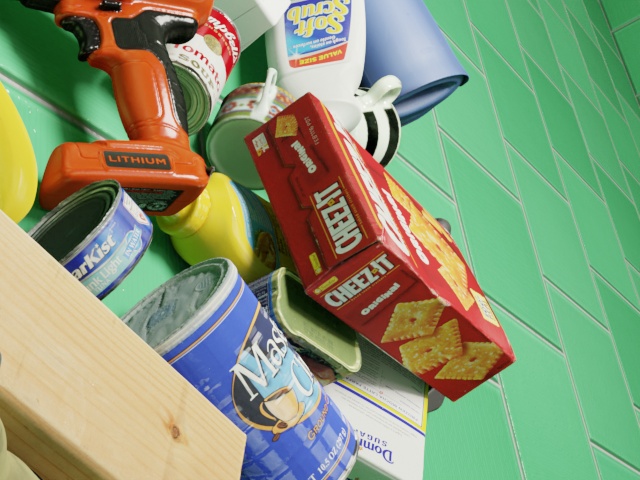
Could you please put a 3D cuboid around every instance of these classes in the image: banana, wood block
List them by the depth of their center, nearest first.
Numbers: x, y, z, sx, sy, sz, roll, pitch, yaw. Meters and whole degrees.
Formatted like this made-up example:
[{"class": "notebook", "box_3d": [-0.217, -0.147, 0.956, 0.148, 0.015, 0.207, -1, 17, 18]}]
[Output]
[{"class": "wood block", "box_3d": [-0.138, 0.084, 0.523, 0.206, 0.090, 0.090, 48, 28, -28]}, {"class": "banana", "box_3d": [-0.212, -0.086, 0.606, 0.198, 0.037, 0.069, 61, 24, -4]}]

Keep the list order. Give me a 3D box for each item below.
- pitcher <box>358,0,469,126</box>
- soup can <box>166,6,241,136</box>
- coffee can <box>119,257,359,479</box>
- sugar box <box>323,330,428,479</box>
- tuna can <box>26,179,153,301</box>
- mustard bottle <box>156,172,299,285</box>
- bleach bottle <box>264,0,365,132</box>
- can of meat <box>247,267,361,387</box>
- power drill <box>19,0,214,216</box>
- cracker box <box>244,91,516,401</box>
[{"class": "pitcher", "box_3d": [0.040, -0.239, 1.133, 0.243, 0.145, 0.149, 63, 4, 8]}, {"class": "soup can", "box_3d": [-0.104, -0.130, 0.815, 0.068, 0.069, 0.102, 51, 29, -24]}, {"class": "coffee can", "box_3d": [-0.056, 0.096, 0.649, 0.140, 0.103, 0.102, 55, 27, -17]}, {"class": "sugar box", "box_3d": [0.033, 0.125, 0.809, 0.093, 0.048, 0.176, 31, 29, -6]}, {"class": "tuna can", "box_3d": [-0.137, 0.006, 0.603, 0.033, 0.086, 0.086, 51, 28, -26]}, {"class": "mustard bottle", "box_3d": [-0.056, 0.001, 0.789, 0.191, 0.058, 0.096, 31, 32, -48]}, {"class": "bleach bottle", "box_3d": [0.002, -0.172, 0.967, 0.068, 0.102, 0.251, 100, -12, -48]}, {"class": "can of meat", "box_3d": [-0.033, 0.071, 0.738, 0.102, 0.084, 0.057, 38, 35, -42]}, {"class": "power drill", "box_3d": [-0.148, -0.112, 0.687, 0.184, 0.057, 0.187, 2, 68, -29]}, {"class": "cracker box", "box_3d": [0.048, 0.008, 0.808, 0.213, 0.072, 0.164, 41, 19, -46]}]
